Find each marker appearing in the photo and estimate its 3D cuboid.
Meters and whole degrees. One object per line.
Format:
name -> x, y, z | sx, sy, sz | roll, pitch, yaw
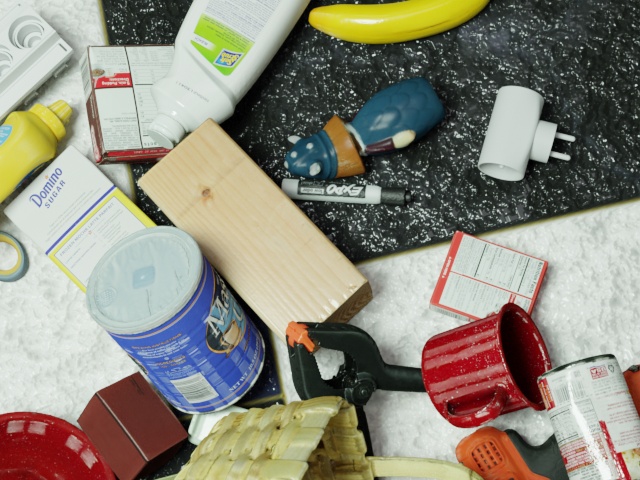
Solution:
marker -> 0.024, -0.044, 0.997 | 0.121, 0.020, 0.020 | 4, 76, 7

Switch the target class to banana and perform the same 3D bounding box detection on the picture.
banana -> 0.090, -0.225, 1.030 | 0.198, 0.037, 0.070 | -20, 57, -1

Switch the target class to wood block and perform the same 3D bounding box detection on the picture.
wood block -> -0.056, 0.001, 0.958 | 0.091, 0.090, 0.206 | -42, 76, -5

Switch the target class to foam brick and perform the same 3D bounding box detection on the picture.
foam brick -> -0.165, 0.165, 0.936 | 0.078, 0.051, 0.052 | 49, 40, 15

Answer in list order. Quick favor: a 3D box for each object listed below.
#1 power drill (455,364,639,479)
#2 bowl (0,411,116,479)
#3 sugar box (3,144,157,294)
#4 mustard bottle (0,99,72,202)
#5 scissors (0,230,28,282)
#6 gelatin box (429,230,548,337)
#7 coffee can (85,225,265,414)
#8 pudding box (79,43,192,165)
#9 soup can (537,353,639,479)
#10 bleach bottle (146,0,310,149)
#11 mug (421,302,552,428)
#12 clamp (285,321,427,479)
power drill -> 0.233, 0.206, 0.893 | 0.187, 0.057, 0.184 | -31, 75, -3
bowl -> -0.258, 0.232, 0.917 | 0.162, 0.055, 0.162 | 12, 58, -20
sugar box -> -0.202, 0.002, 0.995 | 0.093, 0.048, 0.176 | -45, 72, -7
mustard bottle -> -0.305, -0.065, 0.994 | 0.191, 0.096, 0.058 | -48, 111, -23
scissors -> -0.350, -0.021, 1.031 | 0.096, 0.016, 0.202 | -25, 75, -3
gelatin box -> 0.151, 0.041, 0.958 | 0.089, 0.030, 0.073 | 19, 77, 10
coffee can -> -0.120, 0.069, 0.904 | 0.103, 0.140, 0.103 | -13, 49, 15
pudding box -> -0.174, -0.130, 1.013 | 0.089, 0.039, 0.113 | -5, 75, -25
soup can -> 0.219, 0.148, 0.846 | 0.068, 0.068, 0.102 | -16, 71, 1
bleach bottle -> -0.090, -0.196, 1.004 | 0.102, 0.068, 0.250 | 29, 72, 9
mug -> 0.136, 0.115, 0.893 | 0.082, 0.117, 0.093 | -23, 114, 31
clamp -> 0.027, 0.133, 0.903 | 0.171, 0.039, 0.120 | 34, 80, -28
